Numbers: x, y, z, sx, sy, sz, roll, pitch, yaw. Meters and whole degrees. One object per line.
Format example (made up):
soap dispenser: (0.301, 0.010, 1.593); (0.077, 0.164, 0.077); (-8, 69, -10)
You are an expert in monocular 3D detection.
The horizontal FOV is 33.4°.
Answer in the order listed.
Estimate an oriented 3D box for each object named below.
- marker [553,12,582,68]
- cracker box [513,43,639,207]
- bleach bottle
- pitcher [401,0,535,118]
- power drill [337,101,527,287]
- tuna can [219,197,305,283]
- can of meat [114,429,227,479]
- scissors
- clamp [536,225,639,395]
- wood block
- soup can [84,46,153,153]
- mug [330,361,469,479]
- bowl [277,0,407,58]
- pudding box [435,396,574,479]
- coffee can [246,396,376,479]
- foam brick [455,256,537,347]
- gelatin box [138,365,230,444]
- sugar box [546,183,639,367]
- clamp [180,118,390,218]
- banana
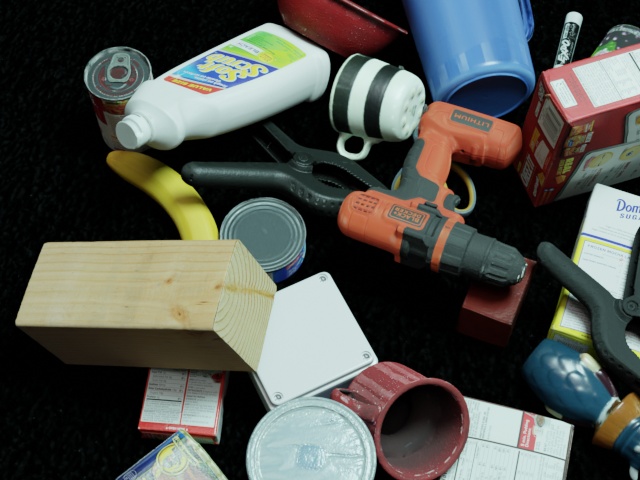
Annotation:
marker: (0.273, -0.205, 1.193); (0.020, 0.020, 0.121); (15, 62, 9)
cracker box: (0.311, -0.127, 1.066); (0.213, 0.164, 0.072); (-17, 64, -9)
bleach bottle: (-0.102, -0.147, 1.085); (0.103, 0.068, 0.250); (32, 42, 21)
pitcher: (0.163, -0.253, 1.169); (0.149, 0.145, 0.243); (-13, 64, 7)
power drill: (0.132, -0.046, 1.038); (0.184, 0.057, 0.187); (21, 51, 15)
tuna can: (-0.057, 0.001, 1.072); (0.086, 0.034, 0.086); (0, 60, 0)
can of meat: (-0.124, 0.227, 0.925); (0.083, 0.057, 0.102); (-36, 80, -21)
scissors: (0.093, -0.099, 1.137); (0.096, 0.016, 0.202); (-24, 63, -12)
clamp: (0.267, 0.063, 0.976); (0.120, 0.039, 0.171); (-5, 62, -4)
wood block: (-0.158, 0.058, 0.970); (0.206, 0.090, 0.090); (-1, 58, 24)
soup can: (-0.204, -0.144, 1.116); (0.068, 0.102, 0.068); (0, 61, 0)
mug: (0.061, 0.152, 0.935); (0.117, 0.082, 0.093); (16, 93, -26)
bowl: (0.012, -0.241, 1.164); (0.162, 0.162, 0.055); (32, 103, 17)
pudding box: (0.164, 0.196, 0.957); (0.113, 0.039, 0.090); (12, 62, 9)
coffee can: (-0.007, 0.204, 0.895); (0.103, 0.140, 0.103); (0, 61, 0)
foam brick: (0.170, 0.054, 1.029); (0.051, 0.053, 0.078); (21, 63, 12)
gelatin box: (-0.125, 0.142, 0.996); (0.073, 0.030, 0.089); (4, 61, 4)
sugar box: (0.288, 0.036, 1.042); (0.093, 0.048, 0.176); (19, 60, 10)
clamp: (-0.030, -0.067, 1.086); (0.210, 0.036, 0.164); (26, 38, 10)
banana: (-0.152, -0.029, 1.088); (0.069, 0.037, 0.198); (-25, 63, -14)
